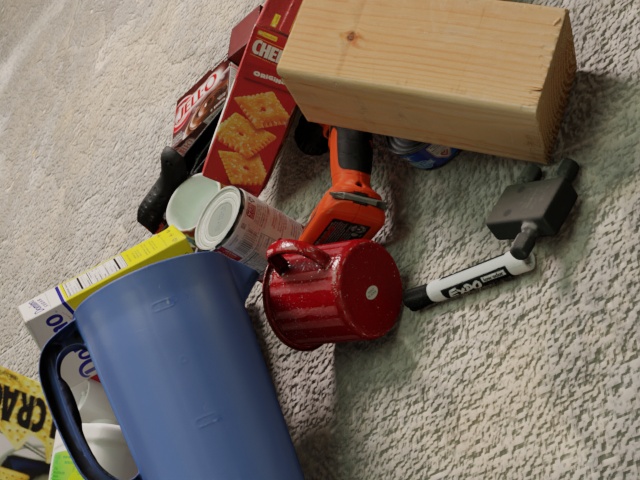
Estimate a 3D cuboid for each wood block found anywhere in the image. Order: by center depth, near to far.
[{"bbox_3d":[0.085,-0.134,0.832,0.206,0.090,0.091,13,73,23],"label":"wood block"}]

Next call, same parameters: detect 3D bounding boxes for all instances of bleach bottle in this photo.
[{"bbox_3d":[-0.212,0.291,0.943,0.103,0.068,0.251,-12,65,48],"label":"bleach bottle"}]

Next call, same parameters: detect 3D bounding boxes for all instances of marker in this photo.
[{"bbox_3d":[0.110,0.031,0.817,0.121,0.020,0.020,-24,46,42],"label":"marker"}]

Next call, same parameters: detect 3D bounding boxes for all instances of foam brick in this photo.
[{"bbox_3d":[-0.056,-0.211,1.178,0.051,0.078,0.053,-33,41,37],"label":"foam brick"}]

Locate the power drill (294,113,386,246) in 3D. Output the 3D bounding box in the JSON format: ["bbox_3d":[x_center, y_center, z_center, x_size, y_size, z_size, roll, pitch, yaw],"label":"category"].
[{"bbox_3d":[0.013,-0.075,0.968,0.185,0.057,0.187,126,150,-58],"label":"power drill"}]

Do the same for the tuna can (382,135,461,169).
[{"bbox_3d":[0.097,-0.105,0.930,0.086,0.033,0.086,-33,41,34],"label":"tuna can"}]

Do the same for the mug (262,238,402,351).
[{"bbox_3d":[0.006,0.036,0.869,0.082,0.117,0.093,-10,45,44],"label":"mug"}]

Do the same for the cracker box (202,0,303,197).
[{"bbox_3d":[-0.039,-0.171,1.040,0.214,0.072,0.164,120,171,-50],"label":"cracker box"}]

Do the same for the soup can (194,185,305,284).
[{"bbox_3d":[-0.056,0.001,0.987,0.069,0.102,0.068,-33,41,34],"label":"soup can"}]

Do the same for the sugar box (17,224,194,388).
[{"bbox_3d":[-0.199,0.067,1.064,0.176,0.093,0.048,-31,31,-14],"label":"sugar box"}]

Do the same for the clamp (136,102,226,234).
[{"bbox_3d":[-0.160,-0.071,1.184,0.210,0.036,0.164,-50,-2,37],"label":"clamp"}]

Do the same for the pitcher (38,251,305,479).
[{"bbox_3d":[-0.100,0.144,0.819,0.149,0.144,0.243,-32,73,30],"label":"pitcher"}]

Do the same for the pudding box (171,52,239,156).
[{"bbox_3d":[-0.130,-0.159,1.271,0.114,0.039,0.090,-34,40,33],"label":"pudding box"}]
